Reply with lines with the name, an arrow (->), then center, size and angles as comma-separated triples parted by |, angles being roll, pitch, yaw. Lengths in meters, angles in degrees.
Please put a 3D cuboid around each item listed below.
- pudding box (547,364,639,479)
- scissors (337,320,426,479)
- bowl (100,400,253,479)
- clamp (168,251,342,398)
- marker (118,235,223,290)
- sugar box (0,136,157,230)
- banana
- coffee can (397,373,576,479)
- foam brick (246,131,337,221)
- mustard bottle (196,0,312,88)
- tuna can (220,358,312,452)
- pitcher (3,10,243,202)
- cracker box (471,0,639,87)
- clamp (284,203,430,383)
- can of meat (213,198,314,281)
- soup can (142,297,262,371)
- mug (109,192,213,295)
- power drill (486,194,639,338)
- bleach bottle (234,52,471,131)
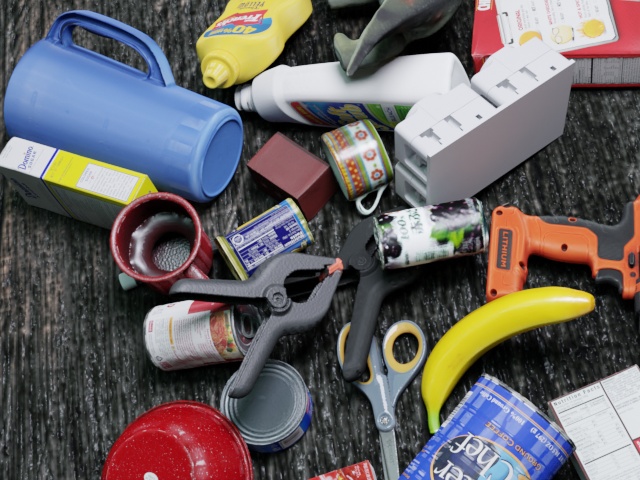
pudding box -> 0.265, 0.178, 0.947 | 0.090, 0.039, 0.113 | -23, 58, 2
scissors -> 0.077, 0.158, 1.012 | 0.096, 0.016, 0.202 | -24, 60, 1
bowl -> -0.145, 0.224, 0.986 | 0.162, 0.055, 0.162 | -7, 70, 20
clamp -> -0.045, 0.070, 0.998 | 0.171, 0.039, 0.120 | -19, 86, -26
marker -> -0.155, 0.023, 1.133 | 0.121, 0.020, 0.020 | -21, 60, 1
sugar box -> -0.254, -0.054, 1.154 | 0.176, 0.093, 0.048 | 19, 68, 21
banana -> 0.159, 0.094, 0.985 | 0.198, 0.037, 0.070 | -43, 75, 19
coffee can -> 0.136, 0.201, 0.918 | 0.103, 0.102, 0.140 | 37, 82, 26
foam brick -> -0.029, -0.067, 1.133 | 0.078, 0.053, 0.051 | 34, 74, 27
mustard bottle -> -0.084, -0.223, 1.182 | 0.096, 0.058, 0.191 | 2, 39, 23
tuna can -> -0.051, 0.160, 1.029 | 0.086, 0.033, 0.086 | -5, 62, 10
pitcher -> -0.209, -0.137, 1.162 | 0.243, 0.149, 0.145 | 20, 66, 18
cracker box -> 0.277, -0.246, 1.147 | 0.214, 0.072, 0.164 | 2, 63, 14
clamp -> 0.048, 0.039, 1.061 | 0.210, 0.036, 0.165 | -36, 50, -12
can of meat -> -0.057, 0.001, 1.077 | 0.084, 0.102, 0.057 | -31, 93, -8
soup can -> -0.114, 0.090, 1.050 | 0.102, 0.068, 0.068 | -11, 60, 22
mug -> -0.148, 0.015, 1.079 | 0.117, 0.081, 0.093 | 39, 81, 18
power drill -> 0.254, 0.035, 1.015 | 0.188, 0.057, 0.184 | 2, 63, 12
bleach bottle -> 0.029, -0.154, 1.150 | 0.251, 0.102, 0.068 | 1, 71, 22
